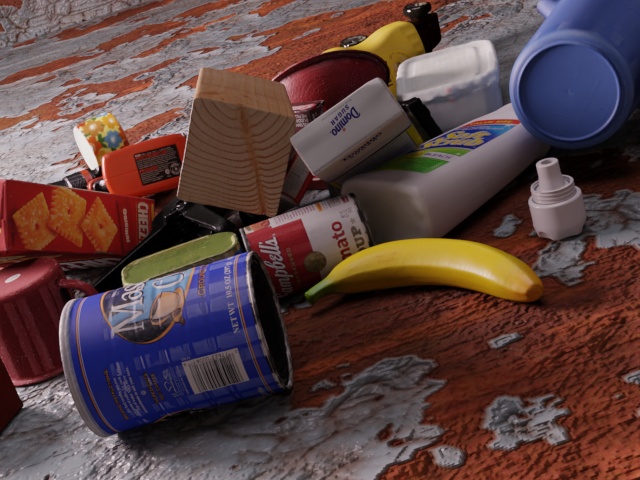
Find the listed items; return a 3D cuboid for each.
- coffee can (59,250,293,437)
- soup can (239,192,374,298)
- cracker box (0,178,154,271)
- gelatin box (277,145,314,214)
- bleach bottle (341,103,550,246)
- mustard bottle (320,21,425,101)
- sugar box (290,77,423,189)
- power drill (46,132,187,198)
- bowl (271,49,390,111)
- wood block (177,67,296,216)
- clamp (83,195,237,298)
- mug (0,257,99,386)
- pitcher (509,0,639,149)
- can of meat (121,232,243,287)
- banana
[{"bbox_3d":[-0.101,0.074,0.766,0.140,0.103,0.103,-15,22,6],"label":"coffee can"},{"bbox_3d":[-0.010,0.006,0.906,0.102,0.068,0.068,-19,22,-3],"label":"soup can"},{"bbox_3d":[-0.288,-0.009,1.035,0.164,0.072,0.213,-5,-6,28],"label":"cracker box"},{"bbox_3d":[-0.031,-0.066,1.068,0.073,0.030,0.089,-62,14,-16],"label":"gelatin box"},{"bbox_3d":[0.136,-0.074,0.996,0.103,0.068,0.250,6,30,43],"label":"bleach bottle"},{"bbox_3d":[0.039,-0.192,1.303,0.191,0.096,0.058,-25,23,-17],"label":"mustard bottle"},{"bbox_3d":[0.036,-0.090,0.954,0.093,0.048,0.176,-35,-11,6],"label":"sugar box"},{"bbox_3d":[-0.231,-0.067,1.198,0.184,0.057,0.188,-21,6,-26],"label":"power drill"},{"bbox_3d":[0.010,-0.143,1.199,0.162,0.162,0.055,-18,66,-2],"label":"bowl"},{"bbox_3d":[-0.079,-0.098,0.996,0.090,0.091,0.206,11,15,-8],"label":"wood block"},{"bbox_3d":[-0.137,-0.009,1.010,0.165,0.036,0.210,-28,19,15],"label":"clamp"},{"bbox_3d":[-0.240,0.065,0.923,0.117,0.081,0.093,-10,23,18],"label":"mug"},{"bbox_3d":[0.269,-0.167,1.006,0.149,0.145,0.242,-14,16,30],"label":"pitcher"},{"bbox_3d":[-0.099,0.049,0.851,0.102,0.084,0.057,-20,22,-5],"label":"can of meat"},{"bbox_3d":[0.086,0.027,0.833,0.198,0.037,0.069,-5,43,32],"label":"banana"}]
